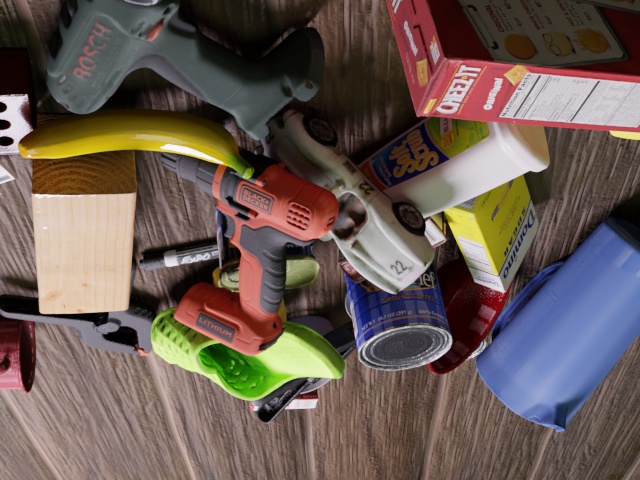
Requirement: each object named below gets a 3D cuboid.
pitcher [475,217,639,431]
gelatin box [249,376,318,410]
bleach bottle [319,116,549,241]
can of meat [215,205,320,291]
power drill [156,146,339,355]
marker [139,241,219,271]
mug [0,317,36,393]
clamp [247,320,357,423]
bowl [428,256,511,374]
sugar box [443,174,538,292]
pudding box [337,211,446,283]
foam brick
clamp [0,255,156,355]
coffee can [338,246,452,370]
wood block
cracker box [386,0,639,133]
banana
[{"bbox_3d":[0.299,0.089,1.248,0.243,0.149,0.144,-54,165,19],"label":"pitcher"},{"bbox_3d":[-0.051,0.182,1.393,0.089,0.073,0.030,-1,146,-12],"label":"gelatin box"},{"bbox_3d":[0.092,-0.059,1.023,0.251,0.102,0.068,-30,133,31],"label":"bleach bottle"},{"bbox_3d":[-0.057,0.001,1.098,0.102,0.084,0.057,-3,147,-10],"label":"can of meat"},{"bbox_3d":[-0.085,0.002,0.999,0.185,0.057,0.188,25,122,18],"label":"power drill"},{"bbox_3d":[-0.137,0.015,1.160,0.121,0.020,0.020,-11,148,2],"label":"marker"},{"bbox_3d":[-0.373,0.132,1.205,0.081,0.117,0.093,-1,104,-4],"label":"mug"},{"bbox_3d":[-0.019,0.153,1.269,0.171,0.039,0.120,-42,168,-2],"label":"clamp"},{"bbox_3d":[0.158,0.076,1.254,0.161,0.055,0.162,-36,145,-31],"label":"bowl"},{"bbox_3d":[0.179,-0.026,1.105,0.048,0.093,0.176,20,161,32],"label":"sugar box"},{"bbox_3d":[0.073,-0.016,1.094,0.114,0.090,0.039,-25,125,24],"label":"pudding box"},{"bbox_3d":[-0.266,-0.116,0.893,0.053,0.051,0.078,-4,147,-9],"label":"foam brick"},{"bbox_3d":[-0.258,0.086,1.223,0.164,0.036,0.210,-15,150,5],"label":"clamp"},{"bbox_3d":[0.080,0.056,1.166,0.102,0.140,0.103,-6,148,-4],"label":"coffee can"},{"bbox_3d":[-0.225,-0.020,1.017,0.090,0.091,0.206,-1,147,-13],"label":"wood block"},{"bbox_3d":[0.164,-0.166,0.818,0.213,0.164,0.072,2,144,-17],"label":"cracker box"},{"bbox_3d":[-0.156,-0.089,0.917,0.197,0.070,0.037,3,118,-14],"label":"banana"}]
